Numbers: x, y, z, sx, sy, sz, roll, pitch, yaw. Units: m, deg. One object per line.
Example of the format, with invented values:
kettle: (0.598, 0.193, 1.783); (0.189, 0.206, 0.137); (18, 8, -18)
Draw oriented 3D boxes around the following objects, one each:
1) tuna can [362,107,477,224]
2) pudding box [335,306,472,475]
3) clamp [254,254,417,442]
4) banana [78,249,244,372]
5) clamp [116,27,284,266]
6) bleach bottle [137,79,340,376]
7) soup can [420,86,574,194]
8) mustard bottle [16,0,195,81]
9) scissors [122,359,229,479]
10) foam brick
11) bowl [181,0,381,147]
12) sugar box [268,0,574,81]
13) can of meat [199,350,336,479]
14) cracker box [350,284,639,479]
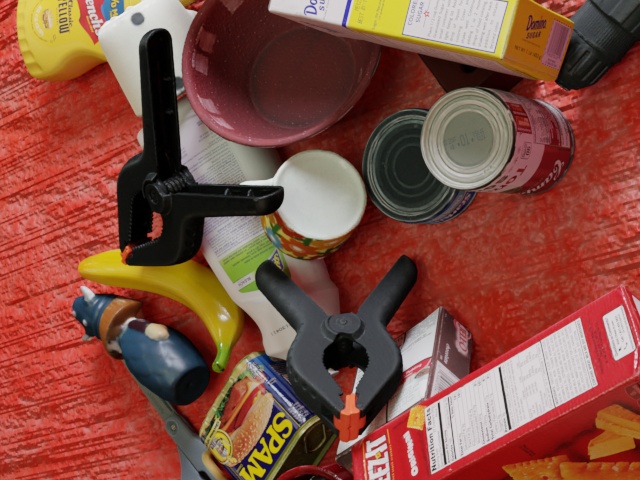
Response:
tuna can: (0.074, -0.054, 0.785); (0.086, 0.033, 0.086); (1, 92, 34)
pudding box: (0.061, 0.109, 0.755); (0.039, 0.113, 0.090); (43, 120, -13)
clamp: (0.024, 0.065, 0.746); (0.171, 0.120, 0.039); (-107, 7, -48)
banana: (-0.127, 0.042, 0.909); (0.198, 0.069, 0.037); (27, 138, 38)
clamp: (-0.108, -0.035, 0.822); (0.165, 0.036, 0.210); (50, 139, 19)
bleach bottle: (-0.056, 0.001, 0.859); (0.103, 0.067, 0.251); (-32, 76, 31)
soup can: (0.119, -0.065, 0.713); (0.069, 0.102, 0.068); (1, 91, 34)
mustard bottle: (-0.185, -0.202, 0.944); (0.192, 0.058, 0.096); (-5, 86, 34)
scissors: (-0.128, 0.184, 0.940); (0.202, 0.016, 0.096); (33, 109, 29)
foam brick: (0.104, -0.138, 0.752); (0.053, 0.051, 0.078); (-43, 68, 27)
bowl: (-0.023, -0.137, 0.818); (0.162, 0.055, 0.162); (-6, 71, 18)
sugar box: (0.064, -0.145, 0.691); (0.176, 0.093, 0.048); (22, 100, 31)
can of meat: (-0.042, 0.151, 0.856); (0.084, 0.057, 0.102); (43, 113, 29)
cracker box: (0.151, 0.141, 0.658); (0.214, 0.164, 0.072); (-37, 33, 29)
